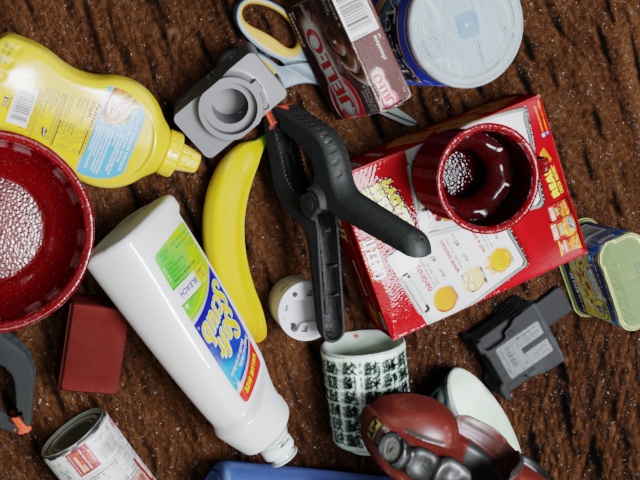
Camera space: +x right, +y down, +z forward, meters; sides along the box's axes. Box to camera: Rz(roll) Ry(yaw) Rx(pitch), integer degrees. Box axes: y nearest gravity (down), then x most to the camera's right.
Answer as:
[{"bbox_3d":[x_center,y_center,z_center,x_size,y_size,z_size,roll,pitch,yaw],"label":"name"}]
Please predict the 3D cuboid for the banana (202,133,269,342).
[{"bbox_3d":[-0.074,-0.004,0.964,0.069,0.037,0.198,3,98,-18],"label":"banana"}]

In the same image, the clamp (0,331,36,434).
[{"bbox_3d":[-0.306,0.095,0.906,0.120,0.039,0.171,-22,101,-12],"label":"clamp"}]

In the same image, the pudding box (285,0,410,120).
[{"bbox_3d":[0.023,-0.163,0.925,0.039,0.090,0.113,-28,102,-23],"label":"pudding box"}]

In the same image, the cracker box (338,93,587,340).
[{"bbox_3d":[0.125,-0.026,1.006,0.213,0.072,0.164,-23,103,-12],"label":"cracker box"}]

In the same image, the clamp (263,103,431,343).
[{"bbox_3d":[0.011,-0.034,0.911,0.036,0.165,0.210,-11,73,-38],"label":"clamp"}]

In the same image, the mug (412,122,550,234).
[{"bbox_3d":[0.140,-0.058,0.924,0.117,0.082,0.093,-13,100,-13],"label":"mug"}]

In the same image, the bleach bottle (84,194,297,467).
[{"bbox_3d":[-0.097,0.089,0.931,0.068,0.102,0.251,-26,107,29],"label":"bleach bottle"}]

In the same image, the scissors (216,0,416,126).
[{"bbox_3d":[-0.010,-0.137,0.974,0.201,0.016,0.096,41,87,-19],"label":"scissors"}]

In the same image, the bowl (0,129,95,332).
[{"bbox_3d":[-0.267,-0.008,0.865,0.162,0.055,0.162,-1,94,-18],"label":"bowl"}]

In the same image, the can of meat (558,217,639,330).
[{"bbox_3d":[0.285,0.034,1.060,0.057,0.084,0.102,-26,105,-13],"label":"can of meat"}]

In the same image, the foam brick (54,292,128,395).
[{"bbox_3d":[-0.200,0.089,0.931,0.051,0.053,0.078,7,98,-19],"label":"foam brick"}]

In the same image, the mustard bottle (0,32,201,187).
[{"bbox_3d":[-0.192,-0.097,0.899,0.191,0.058,0.096,20,103,-20],"label":"mustard bottle"}]

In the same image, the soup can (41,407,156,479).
[{"bbox_3d":[-0.191,0.208,0.945,0.068,0.069,0.102,-35,107,-10],"label":"soup can"}]

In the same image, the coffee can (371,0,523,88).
[{"bbox_3d":[0.099,-0.186,0.934,0.102,0.140,0.103,-3,100,-17],"label":"coffee can"}]
